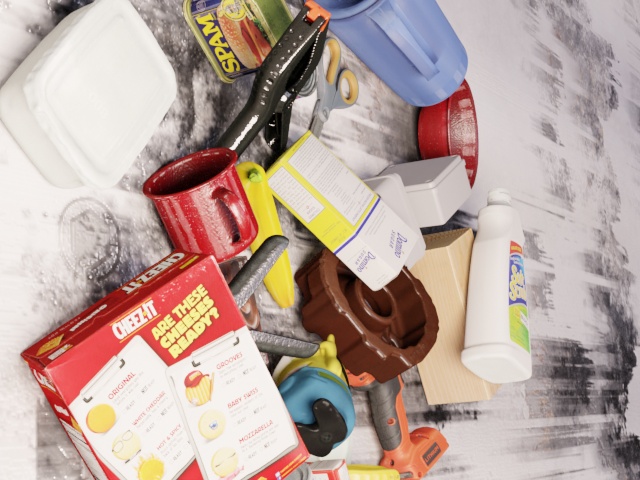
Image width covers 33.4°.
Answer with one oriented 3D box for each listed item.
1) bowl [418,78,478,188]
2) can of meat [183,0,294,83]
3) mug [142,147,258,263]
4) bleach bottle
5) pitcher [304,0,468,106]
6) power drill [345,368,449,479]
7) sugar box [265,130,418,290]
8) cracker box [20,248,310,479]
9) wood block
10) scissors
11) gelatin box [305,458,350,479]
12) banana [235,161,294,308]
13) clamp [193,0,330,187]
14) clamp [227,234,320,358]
[{"bbox_3d":[0.175,-0.145,1.479,0.162,0.055,0.162,-2,90,-68],"label":"bowl"},{"bbox_3d":[-0.077,-0.220,1.096,0.102,0.084,0.057,60,37,-28],"label":"can of meat"},{"bbox_3d":[-0.100,-0.027,0.984,0.093,0.117,0.081,-36,119,-28],"label":"mug"},{"bbox_3d":[0.222,0.046,1.340,0.102,0.068,0.251,38,48,-48],"label":"bleach bottle"},{"bbox_3d":[0.096,-0.263,1.334,0.242,0.145,0.149,38,61,-50],"label":"pitcher"},{"bbox_3d":[0.095,0.180,1.282,0.184,0.057,0.187,-31,105,-52],"label":"power drill"},{"bbox_3d":[0.022,-0.033,1.167,0.176,0.048,0.093,46,34,-6],"label":"sugar box"},{"bbox_3d":[-0.123,0.139,0.889,0.164,0.072,0.213,-36,114,-26],"label":"cracker box"},{"bbox_3d":[0.168,0.099,1.384,0.090,0.091,0.206,-32,108,-57],"label":"wood block"},{"bbox_3d":[0.012,-0.149,1.280,0.096,0.016,0.201,35,54,-48],"label":"scissors"},{"bbox_3d":[-0.009,0.258,1.066,0.030,0.089,0.073,-29,106,-57],"label":"gelatin box"},{"bbox_3d":[-0.060,-0.014,1.081,0.198,0.037,0.069,76,3,-46],"label":"banana"},{"bbox_3d":[-0.042,-0.146,1.066,0.036,0.210,0.164,37,27,10],"label":"clamp"},{"bbox_3d":[-0.078,0.082,0.971,0.171,0.039,0.120,-30,98,-22],"label":"clamp"}]
